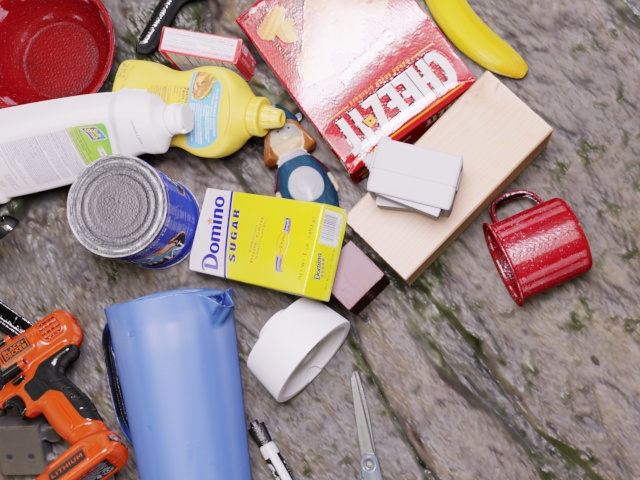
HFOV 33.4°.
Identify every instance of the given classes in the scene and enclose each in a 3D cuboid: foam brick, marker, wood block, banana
[{"bbox_3d":[0.034,0.039,1.098,0.053,0.078,0.051,-44,78,1],"label":"foam brick"},{"bbox_3d":[-0.041,0.242,1.116,0.020,0.020,0.121,-31,80,4],"label":"marker"},{"bbox_3d":[0.129,-0.060,1.089,0.091,0.090,0.206,44,91,10],"label":"wood block"},{"bbox_3d":[0.151,-0.252,1.132,0.069,0.037,0.198,-23,81,6],"label":"banana"}]

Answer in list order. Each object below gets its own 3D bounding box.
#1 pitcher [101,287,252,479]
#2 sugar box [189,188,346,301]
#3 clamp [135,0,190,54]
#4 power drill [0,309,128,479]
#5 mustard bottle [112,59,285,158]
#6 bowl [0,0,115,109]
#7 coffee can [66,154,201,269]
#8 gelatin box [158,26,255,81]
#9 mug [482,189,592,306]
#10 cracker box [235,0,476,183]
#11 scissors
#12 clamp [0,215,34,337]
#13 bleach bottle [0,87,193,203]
[{"bbox_3d":[-0.145,0.173,1.093,0.145,0.149,0.243,-8,86,-8],"label":"pitcher"},{"bbox_3d":[-0.057,0.001,1.088,0.177,0.048,0.093,9,84,41],"label":"sugar box"},{"bbox_3d":[-0.158,-0.282,1.180,0.171,0.039,0.120,-24,82,5],"label":"clamp"},{"bbox_3d":[-0.297,0.184,1.091,0.184,0.057,0.188,-36,64,-5],"label":"power drill"},{"bbox_3d":[-0.127,-0.137,1.129,0.192,0.058,0.096,8,95,22],"label":"mustard bottle"},{"bbox_3d":[-0.298,-0.207,1.184,0.162,0.055,0.162,-1,84,8],"label":"bowl"},{"bbox_3d":[-0.189,-0.026,1.105,0.103,0.140,0.103,-1,84,8],"label":"coffee can"},{"bbox_3d":[-0.120,-0.200,1.148,0.089,0.073,0.030,10,84,10],"label":"gelatin box"},{"bbox_3d":[0.214,-0.001,1.075,0.081,0.093,0.117,-24,59,0],"label":"mug"},{"bbox_3d":[0.037,-0.195,1.126,0.164,0.072,0.214,-37,81,3],"label":"cracker box"},{"bbox_3d":[0.036,0.246,1.106,0.096,0.016,0.202,-25,81,5],"label":"scissors"},{"bbox_3d":[-0.397,0.029,1.146,0.210,0.036,0.165,12,124,11],"label":"clamp"},{"bbox_3d":[-0.249,-0.103,1.119,0.251,0.102,0.068,-7,45,19],"label":"bleach bottle"}]
